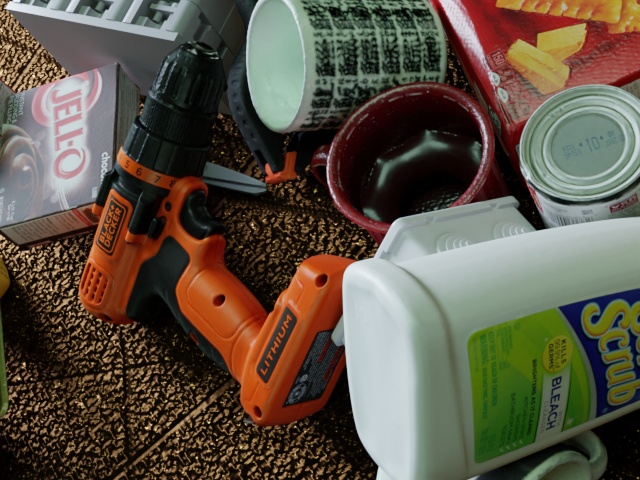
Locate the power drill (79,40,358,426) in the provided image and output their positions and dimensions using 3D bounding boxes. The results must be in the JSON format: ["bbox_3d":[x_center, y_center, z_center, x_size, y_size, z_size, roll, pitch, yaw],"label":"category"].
[{"bbox_3d":[-0.054,0.001,0.611,0.188,0.057,0.185,37,116,33],"label":"power drill"}]

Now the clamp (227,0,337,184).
[{"bbox_3d":[-0.008,-0.122,0.680,0.120,0.039,0.171,-3,90,-15],"label":"clamp"}]

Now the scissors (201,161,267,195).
[{"bbox_3d":[-0.132,-0.043,0.730,0.202,0.016,0.096,33,82,33],"label":"scissors"}]

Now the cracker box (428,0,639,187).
[{"bbox_3d":[0.178,-0.151,0.617,0.214,0.072,0.164,-25,58,9],"label":"cracker box"}]

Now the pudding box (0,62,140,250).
[{"bbox_3d":[-0.169,-0.057,0.719,0.090,0.039,0.113,-14,61,17],"label":"pudding box"}]

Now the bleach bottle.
[{"bbox_3d":[0.136,0.029,0.485,0.250,0.102,0.068,-16,28,-21],"label":"bleach bottle"}]

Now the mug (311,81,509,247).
[{"bbox_3d":[0.050,-0.030,0.604,0.117,0.081,0.093,9,68,27],"label":"mug"}]
